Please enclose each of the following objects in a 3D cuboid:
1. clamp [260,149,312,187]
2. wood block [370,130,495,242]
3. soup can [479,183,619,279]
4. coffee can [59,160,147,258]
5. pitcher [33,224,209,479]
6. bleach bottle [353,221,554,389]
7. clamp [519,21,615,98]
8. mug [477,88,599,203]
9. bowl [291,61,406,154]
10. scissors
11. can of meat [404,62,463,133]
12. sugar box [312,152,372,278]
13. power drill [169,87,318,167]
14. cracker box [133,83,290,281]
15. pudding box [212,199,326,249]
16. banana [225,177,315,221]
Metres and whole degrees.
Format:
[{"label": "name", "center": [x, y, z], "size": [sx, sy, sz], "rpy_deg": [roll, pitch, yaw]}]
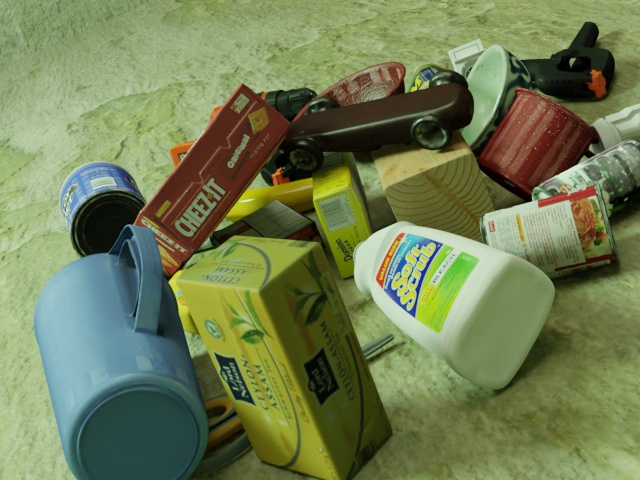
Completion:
[{"label": "clamp", "center": [-0.023, -0.113, 1.360], "size": [0.120, 0.039, 0.171], "rpy_deg": [-21, 27, 14]}, {"label": "wood block", "center": [0.108, -0.069, 1.081], "size": [0.090, 0.091, 0.206], "rpy_deg": [-23, 23, 5]}, {"label": "soup can", "center": [0.192, -0.002, 0.898], "size": [0.102, 0.068, 0.068], "rpy_deg": [-15, 24, 16]}, {"label": "coffee can", "center": [-0.264, -0.032, 1.316], "size": [0.102, 0.103, 0.140], "rpy_deg": [-26, 24, -9]}, {"label": "pitcher", "center": [-0.163, 0.100, 0.882], "size": [0.145, 0.149, 0.243], "rpy_deg": [-30, 24, -6]}, {"label": "bleach bottle", "center": [0.088, 0.041, 0.894], "size": [0.102, 0.068, 0.251], "rpy_deg": [-59, 24, -4]}, {"label": "clamp", "center": [0.285, -0.208, 1.293], "size": [0.164, 0.036, 0.210], "rpy_deg": [-20, 24, 5]}, {"label": "mug", "center": [0.212, -0.078, 1.008], "size": [0.081, 0.117, 0.093], "rpy_deg": [-57, -2, 0]}, {"label": "bowl", "center": [0.044, -0.151, 1.303], "size": [0.162, 0.055, 0.162], "rpy_deg": [-27, 24, 13]}, {"label": "scissors", "center": [-0.039, 0.125, 0.895], "size": [0.201, 0.016, 0.096], "rpy_deg": [-34, 26, -26]}, {"label": "can of meat", "center": [0.127, -0.140, 1.214], "size": [0.057, 0.102, 0.084], "rpy_deg": [17, 22, -16]}, {"label": "sugar box", "center": [0.022, -0.043, 1.101], "size": [0.048, 0.093, 0.176], "rpy_deg": [-18, 23, 4]}, {"label": "power drill", "center": [-0.109, -0.153, 1.498], "size": [0.185, 0.057, 0.187], "rpy_deg": [-10, 23, 34]}, {"label": "cracker box", "center": [-0.122, -0.051, 1.098], "size": [0.164, 0.072, 0.214], "rpy_deg": [-55, 7, -17]}, {"label": "pudding box", "center": [-0.058, 0.001, 1.146], "size": [0.090, 0.039, 0.114], "rpy_deg": [-29, 26, -14]}, {"label": "banana", "center": [-0.058, -0.050, 1.256], "size": [0.198, 0.037, 0.069], "rpy_deg": [-5, 30, 34]}]
